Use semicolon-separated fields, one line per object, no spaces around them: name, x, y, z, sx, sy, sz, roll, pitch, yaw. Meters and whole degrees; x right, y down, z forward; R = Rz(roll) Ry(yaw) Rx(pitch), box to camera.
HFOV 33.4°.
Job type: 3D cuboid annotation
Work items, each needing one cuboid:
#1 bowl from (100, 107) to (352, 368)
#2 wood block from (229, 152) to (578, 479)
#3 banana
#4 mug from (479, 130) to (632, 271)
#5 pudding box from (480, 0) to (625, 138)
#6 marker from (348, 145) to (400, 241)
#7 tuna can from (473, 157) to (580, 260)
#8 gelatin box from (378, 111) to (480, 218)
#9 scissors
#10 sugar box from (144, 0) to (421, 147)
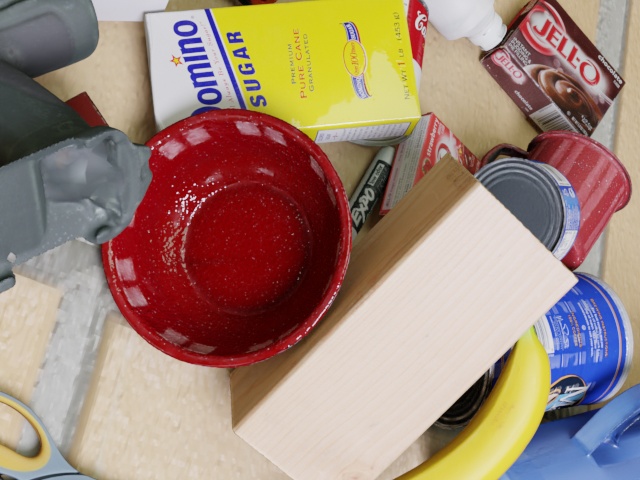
bowl;-0.054;0.001;0.680;0.162;0.055;0.162;-2;81;13
wood block;0.046;0.056;0.669;0.090;0.090;0.206;41;99;-16
banana;0.087;0.133;0.687;0.069;0.037;0.198;42;85;2
mug;0.178;-0.034;0.852;0.117;0.093;0.081;34;63;8
pudding box;0.202;-0.146;0.922;0.113;0.039;0.090;47;57;-13
marker;0.027;-0.022;0.788;0.020;0.020;0.121;41;59;-17
tuna can;0.147;-0.018;0.790;0.033;0.086;0.086;-1;76;-54
gelatin box;0.086;-0.040;0.812;0.073;0.030;0.089;38;58;-40
scissors;-0.147;0.163;0.621;0.201;0.016;0.096;40;63;-12
sugar box;-0.027;-0.112;0.723;0.176;0.048;0.093;-6;79;-9
